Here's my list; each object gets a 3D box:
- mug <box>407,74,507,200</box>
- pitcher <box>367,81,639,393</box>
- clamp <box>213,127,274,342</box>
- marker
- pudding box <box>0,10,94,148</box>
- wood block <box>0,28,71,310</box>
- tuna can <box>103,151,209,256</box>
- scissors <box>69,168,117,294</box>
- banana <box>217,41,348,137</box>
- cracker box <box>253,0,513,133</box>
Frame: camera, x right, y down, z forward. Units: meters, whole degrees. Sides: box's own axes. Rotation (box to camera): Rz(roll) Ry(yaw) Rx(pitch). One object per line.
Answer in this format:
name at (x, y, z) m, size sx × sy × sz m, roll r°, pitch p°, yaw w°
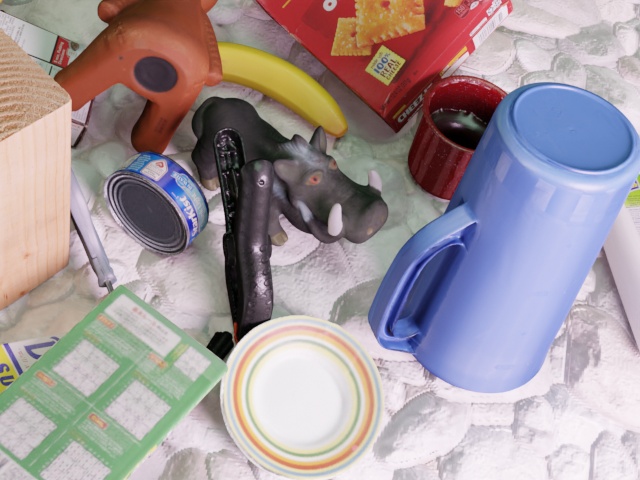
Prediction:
mug at (0.137, -0.083, 0.974) m, size 0.117 × 0.082 × 0.093 m, roll 39°, pitch 56°, yaw 14°
pitcher at (0.141, 0.002, 0.817) m, size 0.145 × 0.243 × 0.149 m, roll 26°, pitch 48°, yaw 9°
clamp at (-0.055, 0.001, 0.827) m, size 0.039 × 0.120 × 0.171 m, roll -8°, pitch 101°, yaw -9°
marker at (-0.103, 0.115, 0.822) m, size 0.020 × 0.020 × 0.121 m, roll 31°, pitch 55°, yaw 9°
pudding box at (-0.252, -0.143, 0.935) m, size 0.113 × 0.039 × 0.090 m, roll 20°, pitch 53°, yaw -19°
wood block at (-0.244, -0.044, 0.783) m, size 0.091 × 0.206 × 0.090 m, roll 43°, pitch 58°, yaw 16°
tuna can at (-0.134, -0.030, 0.874) m, size 0.086 × 0.086 × 0.033 m, roll 33°, pitch 53°, yaw 10°
scissors at (-0.175, 0.011, 0.837) m, size 0.016 × 0.096 × 0.202 m, roll -22°, pitch 60°, yaw -12°
banana at (-0.066, -0.148, 1.004) m, size 0.198 × 0.037 × 0.069 m, roll 12°, pitch 81°, yaw -2°
cracker box at (0.049, -0.235, 1.018) m, size 0.164 × 0.072 × 0.214 m, roll -46°, pitch 73°, yaw 5°
